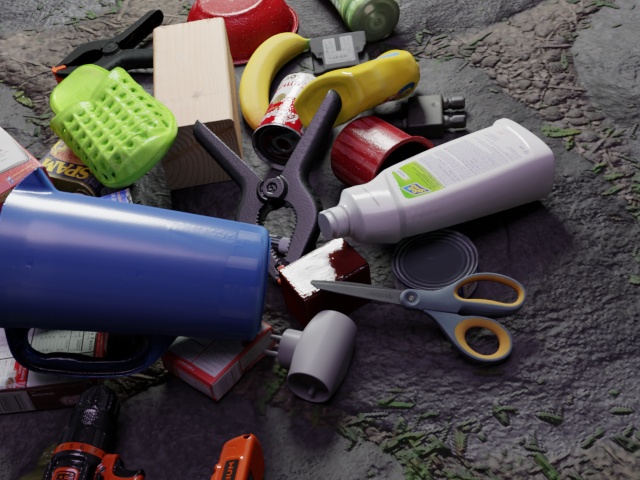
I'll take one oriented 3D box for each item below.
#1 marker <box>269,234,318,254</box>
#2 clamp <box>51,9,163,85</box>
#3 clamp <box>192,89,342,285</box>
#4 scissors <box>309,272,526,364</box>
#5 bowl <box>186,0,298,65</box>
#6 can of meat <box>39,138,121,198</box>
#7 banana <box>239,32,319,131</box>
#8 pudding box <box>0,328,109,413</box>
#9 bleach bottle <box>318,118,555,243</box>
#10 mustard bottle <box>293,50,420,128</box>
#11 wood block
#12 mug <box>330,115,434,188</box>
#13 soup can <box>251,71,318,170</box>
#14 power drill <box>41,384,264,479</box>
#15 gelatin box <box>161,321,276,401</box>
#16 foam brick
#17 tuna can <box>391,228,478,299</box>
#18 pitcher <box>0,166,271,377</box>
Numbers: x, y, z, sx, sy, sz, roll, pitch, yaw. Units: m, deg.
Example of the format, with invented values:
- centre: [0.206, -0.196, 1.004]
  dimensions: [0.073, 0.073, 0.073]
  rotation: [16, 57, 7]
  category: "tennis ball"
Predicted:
- centre: [-0.057, 0.001, 1.131]
  dimensions: [0.121, 0.020, 0.020]
  rotation: [11, 49, 21]
  category: "marker"
- centre: [-0.262, -0.238, 1.398]
  dimensions: [0.171, 0.039, 0.120]
  rotation: [-30, 43, -10]
  category: "clamp"
- centre: [-0.038, -0.056, 1.109]
  dimensions: [0.165, 0.036, 0.210]
  rotation: [-18, 70, 10]
  category: "clamp"
- centre: [0.094, 0.074, 0.999]
  dimensions: [0.201, 0.016, 0.096]
  rotation: [-5, 69, -1]
  category: "scissors"
- centre: [-0.112, -0.302, 1.421]
  dimensions: [0.162, 0.055, 0.162]
  rotation: [-6, 44, 5]
  category: "bowl"
- centre: [-0.274, -0.076, 1.225]
  dimensions: [0.102, 0.057, 0.083]
  rotation: [13, 47, 23]
  category: "can of meat"
- centre: [-0.063, -0.206, 1.327]
  dimensions: [0.070, 0.037, 0.197]
  rotation: [10, 48, 21]
  category: "banana"
- centre: [-0.267, 0.119, 1.041]
  dimensions: [0.113, 0.039, 0.090]
  rotation: [-5, 44, 3]
  category: "pudding box"
- centre: [0.110, -0.053, 1.085]
  dimensions: [0.250, 0.068, 0.103]
  rotation: [-18, 36, -22]
  category: "bleach bottle"
- centre: [0.059, -0.179, 1.219]
  dimensions: [0.096, 0.058, 0.191]
  rotation: [-23, 4, 40]
  category: "mustard bottle"
- centre: [-0.146, -0.167, 1.267]
  dimensions: [0.091, 0.090, 0.206]
  rotation: [-9, 44, 0]
  category: "wood block"
- centre: [0.074, -0.085, 1.152]
  dimensions: [0.117, 0.093, 0.082]
  rotation: [-9, 32, -38]
  category: "mug"
- centre: [-0.031, -0.139, 1.232]
  dimensions: [0.069, 0.068, 0.102]
  rotation: [7, 47, 17]
  category: "soup can"
- centre: [-0.146, 0.205, 0.919]
  dimensions: [0.188, 0.057, 0.184]
  rotation: [-2, 49, 13]
  category: "power drill"
- centre: [-0.098, 0.103, 1.029]
  dimensions: [0.073, 0.030, 0.089]
  rotation: [26, 54, 32]
  category: "gelatin box"
- centre: [0.006, 0.044, 1.053]
  dimensions: [0.078, 0.053, 0.051]
  rotation: [-29, 47, -19]
  category: "foam brick"
- centre: [0.114, 0.029, 1.060]
  dimensions: [0.086, 0.034, 0.086]
  rotation: [-6, 45, 5]
  category: "tuna can"
- centre: [-0.173, 0.037, 0.982]
  dimensions: [0.242, 0.149, 0.145]
  rotation: [7, 51, -5]
  category: "pitcher"
